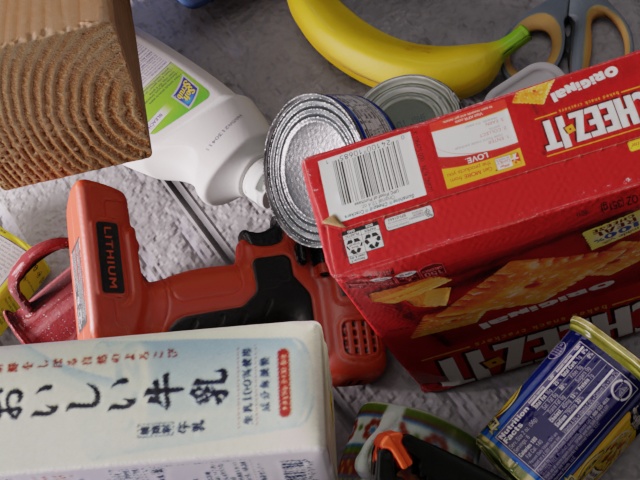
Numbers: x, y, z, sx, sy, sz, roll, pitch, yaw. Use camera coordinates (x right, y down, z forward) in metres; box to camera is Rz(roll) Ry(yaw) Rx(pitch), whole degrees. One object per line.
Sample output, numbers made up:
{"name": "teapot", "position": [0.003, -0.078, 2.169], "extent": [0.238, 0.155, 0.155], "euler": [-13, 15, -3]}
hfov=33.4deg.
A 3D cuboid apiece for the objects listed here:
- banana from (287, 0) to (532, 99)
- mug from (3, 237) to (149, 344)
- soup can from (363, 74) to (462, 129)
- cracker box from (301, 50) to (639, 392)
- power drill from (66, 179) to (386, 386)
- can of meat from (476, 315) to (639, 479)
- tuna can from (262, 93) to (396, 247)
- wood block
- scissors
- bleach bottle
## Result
{"name": "banana", "position": [0.045, -0.138, 0.740], "extent": [0.198, 0.037, 0.069], "euler": [23, 73, 27]}
{"name": "mug", "position": [-0.147, 0.046, 0.677], "extent": [0.081, 0.117, 0.093], "euler": [-41, 31, -9]}
{"name": "soup can", "position": [0.062, -0.048, 0.655], "extent": [0.068, 0.102, 0.068], "euler": [-7, 64, 14]}
{"name": "cracker box", "position": [0.102, 0.006, 0.554], "extent": [0.164, 0.213, 0.072], "euler": [-17, 64, 10]}
{"name": "power drill", "position": [-0.054, 0.001, 0.644], "extent": [0.187, 0.057, 0.184], "euler": [-2, 71, -19]}
{"name": "can of meat", "position": [0.132, 0.098, 0.567], "extent": [0.057, 0.102, 0.084], "euler": [40, 85, 27]}
{"name": "tuna can", "position": [0.007, -0.040, 0.601], "extent": [0.086, 0.033, 0.086], "euler": [8, 101, 47]}
{"name": "wood block", "position": [-0.165, -0.132, 0.661], "extent": [0.091, 0.090, 0.206], "euler": [-14, 39, -3]}
{"name": "scissors", "position": [0.164, -0.179, 0.731], "extent": [0.096, 0.016, 0.202], "euler": [-9, 64, 14]}
{"name": "bleach bottle", "position": [-0.127, -0.090, 0.760], "extent": [0.251, 0.068, 0.102], "euler": [34, 78, 26]}
